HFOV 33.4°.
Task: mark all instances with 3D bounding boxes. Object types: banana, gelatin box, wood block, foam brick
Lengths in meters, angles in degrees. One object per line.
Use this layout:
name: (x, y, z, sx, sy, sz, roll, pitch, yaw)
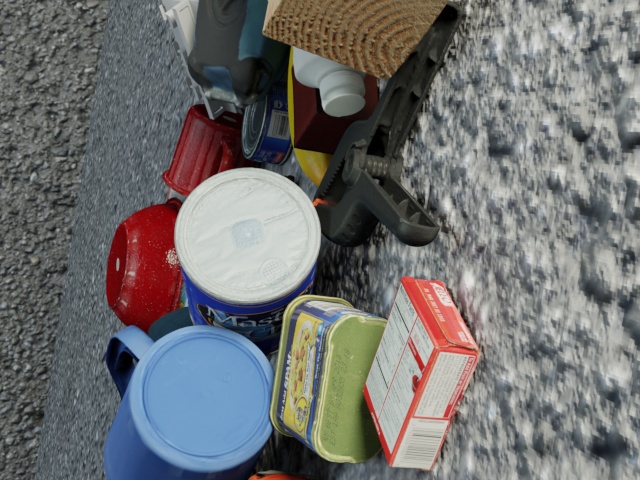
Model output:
banana: (-0.004, -0.130, 0.888, 0.070, 0.037, 0.198, 143, 132, -65)
gelatin box: (0.058, 0.077, 0.626, 0.073, 0.030, 0.089, -111, 35, -58)
wood block: (0.032, -0.221, 0.691, 0.090, 0.090, 0.206, 130, 153, -56)
foam brick: (0.011, -0.111, 0.812, 0.051, 0.053, 0.078, 127, 146, -55)

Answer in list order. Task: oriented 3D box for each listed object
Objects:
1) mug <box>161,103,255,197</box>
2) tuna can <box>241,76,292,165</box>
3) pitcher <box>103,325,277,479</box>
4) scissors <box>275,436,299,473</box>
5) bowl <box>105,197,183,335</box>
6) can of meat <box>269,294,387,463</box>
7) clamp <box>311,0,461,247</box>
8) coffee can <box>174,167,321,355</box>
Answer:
mug: (-0.105, -0.084, 1.085, 0.117, 0.093, 0.081, -111, 39, -66)
tuna can: (-0.048, -0.116, 1.017, 0.086, 0.033, 0.086, -172, 90, -72)
pitcher: (-0.111, 0.144, 0.859, 0.243, 0.149, 0.145, 118, 163, -65)
scissors: (-0.034, 0.182, 0.871, 0.096, 0.016, 0.202, -172, 90, -72)
bowl: (-0.191, 0.029, 1.137, 0.162, 0.055, 0.162, -172, 90, -67)
can of meat: (0.010, 0.093, 0.720, 0.084, 0.057, 0.102, -168, 86, -69)
clamp: (0.037, -0.042, 0.722, 0.210, 0.036, 0.164, 132, 149, -58)
coffee can: (-0.054, 0.021, 0.809, 0.140, 0.103, 0.103, 97, 174, -68)
